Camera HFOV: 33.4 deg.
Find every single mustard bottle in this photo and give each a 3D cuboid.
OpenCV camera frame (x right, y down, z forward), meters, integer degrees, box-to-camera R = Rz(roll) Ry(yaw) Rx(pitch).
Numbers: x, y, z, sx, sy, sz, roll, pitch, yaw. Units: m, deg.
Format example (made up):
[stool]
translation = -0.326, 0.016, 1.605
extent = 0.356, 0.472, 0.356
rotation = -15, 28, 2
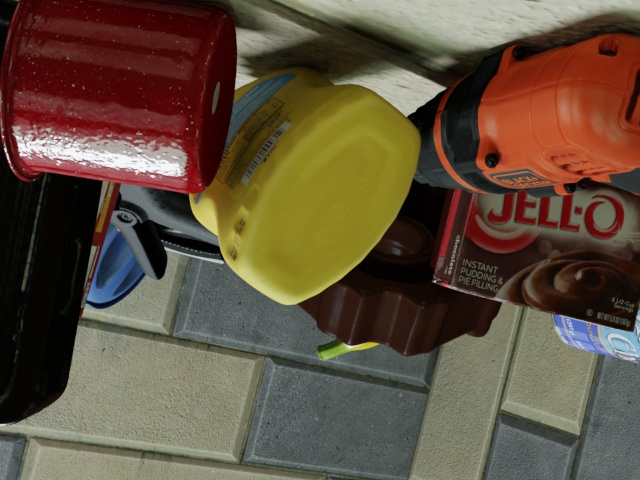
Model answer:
[mustard bottle]
translation = -0.022, -0.039, 0.524
extent = 0.058, 0.096, 0.192
rotation = 35, -177, -23

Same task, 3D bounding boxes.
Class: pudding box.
[pudding box]
translation = 0.126, -0.006, 0.587
extent = 0.113, 0.090, 0.039
rotation = 14, 179, -15

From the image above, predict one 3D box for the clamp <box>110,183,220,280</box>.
[clamp]
translation = -0.123, -0.028, 0.761
extent = 0.120, 0.039, 0.171
rotation = -13, 141, 28

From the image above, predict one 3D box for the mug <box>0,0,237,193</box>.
[mug]
translation = -0.082, -0.067, 0.477
extent = 0.081, 0.093, 0.117
rotation = 9, -174, 4

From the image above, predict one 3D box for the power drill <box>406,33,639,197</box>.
[power drill]
translation = 0.138, -0.026, 0.445
extent = 0.187, 0.057, 0.185
rotation = 15, 177, -16
